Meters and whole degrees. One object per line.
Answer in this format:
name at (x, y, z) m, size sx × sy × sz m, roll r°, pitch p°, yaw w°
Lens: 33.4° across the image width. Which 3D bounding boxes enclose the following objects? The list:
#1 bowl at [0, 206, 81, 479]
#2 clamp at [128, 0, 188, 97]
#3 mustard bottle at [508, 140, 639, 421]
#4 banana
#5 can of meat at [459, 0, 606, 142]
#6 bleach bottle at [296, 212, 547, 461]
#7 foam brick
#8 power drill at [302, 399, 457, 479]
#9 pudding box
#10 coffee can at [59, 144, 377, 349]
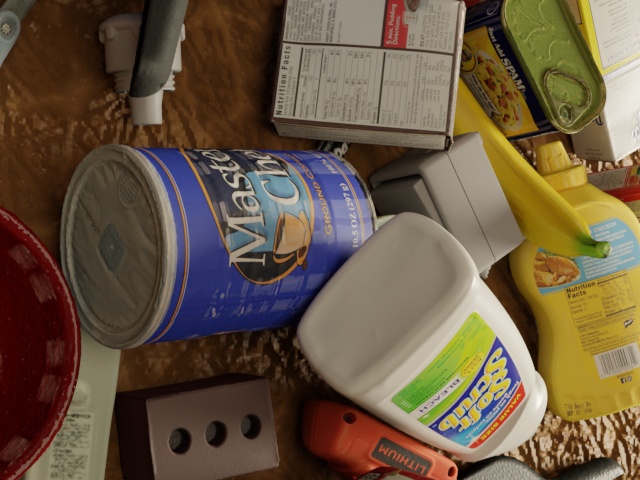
bowl at (-0.203, 0.053, 0.522) m, size 0.161 × 0.055 × 0.162 m, roll 3°, pitch 85°, yaw -31°
clamp at (-0.099, -0.180, 0.597) m, size 0.164 × 0.036 × 0.209 m, roll 39°, pitch 49°, yaw 2°
mustard bottle at (0.185, 0.024, 0.756) m, size 0.096 × 0.058 × 0.191 m, roll -16°, pitch 94°, yaw -6°
banana at (0.118, -0.056, 0.709) m, size 0.037 × 0.070 × 0.198 m, roll -35°, pitch 74°, yaw -23°
can of meat at (0.131, -0.117, 0.723) m, size 0.057 × 0.084 × 0.102 m, roll -37°, pitch 105°, yaw -29°
bleach bottle at (0.086, 0.076, 0.639) m, size 0.102 × 0.068 × 0.250 m, roll -46°, pitch 144°, yaw 5°
foam brick at (-0.070, 0.107, 0.601) m, size 0.078 × 0.051 × 0.053 m, roll -7°, pitch 90°, yaw -32°
power drill at (-0.006, 0.194, 0.631) m, size 0.184 × 0.057 × 0.187 m, roll 31°, pitch 73°, yaw -30°
pudding box at (0.029, -0.106, 0.656) m, size 0.113 × 0.039 × 0.090 m, roll 6°, pitch 82°, yaw 8°
coffee can at (-0.054, 0.001, 0.577) m, size 0.140 × 0.103 × 0.103 m, roll -3°, pitch 87°, yaw -41°
